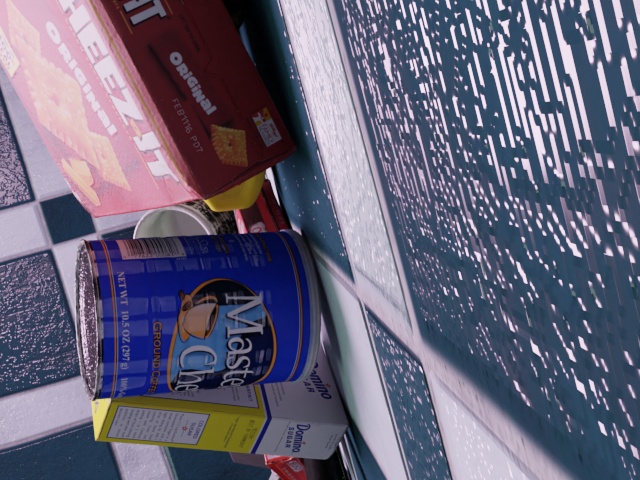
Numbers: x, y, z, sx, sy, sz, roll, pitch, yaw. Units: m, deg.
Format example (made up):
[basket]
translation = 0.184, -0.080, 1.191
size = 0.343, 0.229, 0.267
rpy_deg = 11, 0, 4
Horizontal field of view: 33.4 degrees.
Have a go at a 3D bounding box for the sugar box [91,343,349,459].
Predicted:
[sugar box]
translation = -0.075, 0.106, 0.769
size = 0.048, 0.176, 0.093
rpy_deg = -63, 28, 29

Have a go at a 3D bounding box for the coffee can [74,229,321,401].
[coffee can]
translation = -0.082, 0.047, 0.691
size = 0.103, 0.140, 0.103
rpy_deg = 177, 90, -70

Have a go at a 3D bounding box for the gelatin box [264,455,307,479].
[gelatin box]
translation = -0.030, 0.165, 0.936
size = 0.073, 0.030, 0.089
rpy_deg = 61, -167, -55

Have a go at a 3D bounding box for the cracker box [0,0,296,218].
[cracker box]
translation = -0.122, -0.100, 0.638
size = 0.214, 0.072, 0.164
rpy_deg = -3, 117, 63

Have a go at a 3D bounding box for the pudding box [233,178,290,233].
[pudding box]
translation = -0.039, 0.021, 0.850
size = 0.090, 0.039, 0.113
rpy_deg = -113, 9, -50
